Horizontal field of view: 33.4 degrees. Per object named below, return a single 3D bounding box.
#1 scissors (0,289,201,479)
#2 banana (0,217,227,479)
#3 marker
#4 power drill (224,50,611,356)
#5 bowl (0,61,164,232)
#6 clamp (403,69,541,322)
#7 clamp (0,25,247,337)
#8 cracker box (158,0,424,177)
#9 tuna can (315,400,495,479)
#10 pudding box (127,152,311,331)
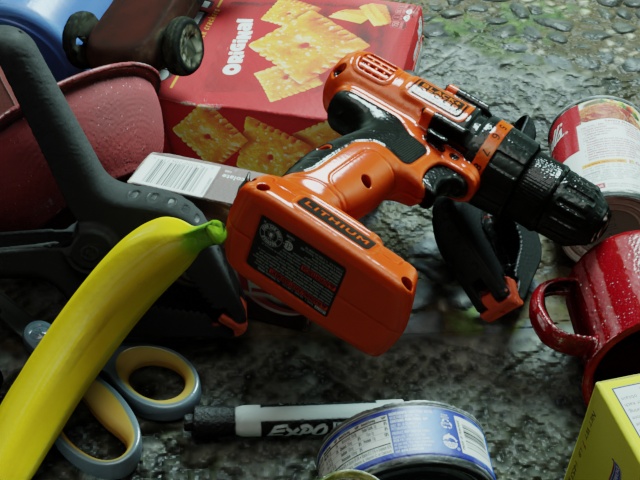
[{"bbox_3d":[-0.143,0.056,0.628,0.096,0.016,0.202,-20,48,-24],"label":"scissors"},{"bbox_3d":[-0.124,0.057,0.551,0.037,0.198,0.070,37,2,-16],"label":"banana"},{"bbox_3d":[-0.014,0.098,0.585,0.121,0.020,0.020,-1,43,-3],"label":"marker"},{"bbox_3d":[0.051,-0.019,0.575,0.184,0.057,0.187,30,40,14],"label":"power drill"},{"bbox_3d":[-0.153,-0.038,0.654,0.161,0.162,0.055,-30,81,-30],"label":"bowl"},{"bbox_3d":[0.094,-0.034,0.681,0.120,0.039,0.171,18,50,-20],"label":"clamp"},{"bbox_3d":[-0.136,0.003,0.592,0.209,0.165,0.036,37,21,-23],"label":"clamp"},{"bbox_3d":[-0.042,-0.120,0.779,0.214,0.072,0.164,10,43,9],"label":"cracker box"},{"bbox_3d":[0.042,0.117,0.519,0.086,0.086,0.034,-3,45,-6],"label":"tuna can"},{"bbox_3d":[-0.054,0.001,0.636,0.113,0.090,0.039,14,43,13],"label":"pudding box"}]
